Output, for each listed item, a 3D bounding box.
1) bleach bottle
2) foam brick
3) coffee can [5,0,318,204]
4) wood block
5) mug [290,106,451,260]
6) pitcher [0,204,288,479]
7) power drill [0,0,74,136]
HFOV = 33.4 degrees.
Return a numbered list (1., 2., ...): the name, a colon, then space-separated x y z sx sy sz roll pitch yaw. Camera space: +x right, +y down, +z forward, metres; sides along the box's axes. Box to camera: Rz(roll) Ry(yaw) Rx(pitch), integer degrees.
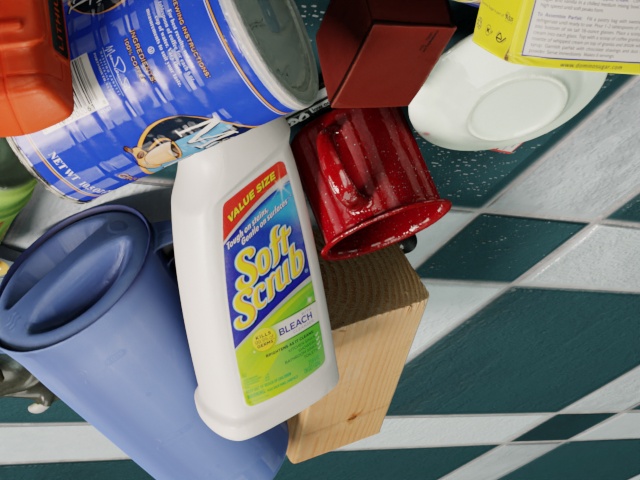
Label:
1. bleach bottle: -0.054 0.001 0.679 0.102 0.068 0.251 -26 123 -24
2. foam brick: 0.036 -0.119 0.615 0.052 0.051 0.078 -2 152 -21
3. coffee can: -0.086 -0.091 0.560 0.140 0.103 0.102 -22 152 19
4. wood block: 0.010 0.084 0.865 0.090 0.090 0.206 -16 146 -21
5. mug: 0.025 -0.043 0.701 0.093 0.081 0.117 -26 167 19
6. pitcher: -0.113 0.094 0.794 0.149 0.145 0.242 6 143 40
7. power drill: -0.145 -0.111 0.428 0.057 0.184 0.188 -9 163 -5
